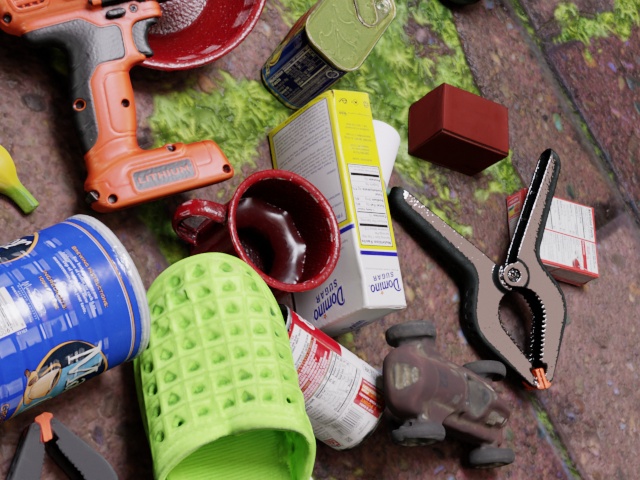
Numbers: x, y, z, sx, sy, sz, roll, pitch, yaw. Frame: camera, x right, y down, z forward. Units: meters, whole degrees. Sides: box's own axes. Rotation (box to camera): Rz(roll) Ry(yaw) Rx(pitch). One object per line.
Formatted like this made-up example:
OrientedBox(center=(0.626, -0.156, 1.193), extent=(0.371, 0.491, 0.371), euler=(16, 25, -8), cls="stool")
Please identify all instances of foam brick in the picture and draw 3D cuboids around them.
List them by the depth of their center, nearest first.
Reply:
OrientedBox(center=(0.124, -0.100, 0.965), extent=(0.078, 0.053, 0.051), euler=(16, 63, -29), cls="foam brick")

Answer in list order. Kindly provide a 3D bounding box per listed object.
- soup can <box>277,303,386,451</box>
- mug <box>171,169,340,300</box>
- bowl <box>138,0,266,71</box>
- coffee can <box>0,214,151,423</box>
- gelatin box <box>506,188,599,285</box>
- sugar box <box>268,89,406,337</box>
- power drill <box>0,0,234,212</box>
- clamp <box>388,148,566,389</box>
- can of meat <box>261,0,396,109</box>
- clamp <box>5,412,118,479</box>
OrientedBox(center=(-0.007, 0.102, 0.784), extent=(0.102, 0.069, 0.068), euler=(37, 55, -20), cls="soup can")
OrientedBox(center=(-0.055, 0.001, 0.787), extent=(0.117, 0.082, 0.093), euler=(20, 62, -26), cls="mug")
OrientedBox(center=(-0.123, -0.207, 0.823), extent=(0.162, 0.055, 0.162), euler=(0, 89, -18), cls="bowl")
OrientedBox(center=(-0.192, 0.054, 0.662), extent=(0.140, 0.103, 0.103), euler=(-25, 86, -38), cls="coffee can")
OrientedBox(center=(0.219, -0.002, 1.003), extent=(0.089, 0.030, 0.073), euler=(14, 63, -28), cls="gelatin box")
OrientedBox(center=(0.011, -0.019, 0.832), extent=(0.048, 0.094, 0.176), euler=(0, 72, -36), cls="sugar box")
OrientedBox(center=(-0.124, -0.124, 0.763), extent=(0.184, 0.057, 0.187), euler=(-17, 92, -13), cls="power drill")
OrientedBox(center=(0.169, 0.024, 0.934), extent=(0.164, 0.036, 0.210), euler=(-22, 86, -15), cls="clamp")
OrientedBox(center=(0.005, -0.167, 0.893), extent=(0.057, 0.084, 0.102), euler=(41, 54, -13), cls="can of meat")
OrientedBox(center=(-0.162, 0.196, 0.666), extent=(0.120, 0.039, 0.171), euler=(-20, 77, -42), cls="clamp")
